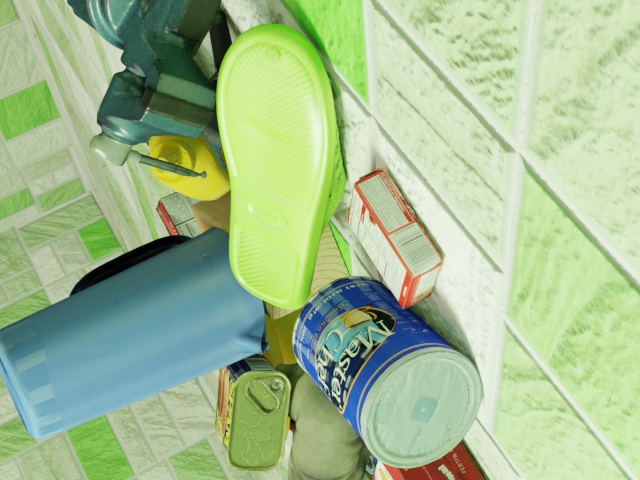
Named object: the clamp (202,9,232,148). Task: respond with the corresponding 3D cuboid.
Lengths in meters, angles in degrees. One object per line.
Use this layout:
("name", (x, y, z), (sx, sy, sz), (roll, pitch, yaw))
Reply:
("clamp", (-0.102, -0.132, 0.978), (0.171, 0.120, 0.039), (53, 180, 27))

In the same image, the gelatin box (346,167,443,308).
("gelatin box", (0.055, -0.001, 0.809), (0.089, 0.030, 0.073), (59, 167, 19))

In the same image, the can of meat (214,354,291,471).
("can of meat", (-0.071, 0.167, 1.065), (0.084, 0.057, 0.102), (-146, 61, -70))

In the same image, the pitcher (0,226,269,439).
("pitcher", (-0.183, 0.084, 1.016), (0.145, 0.242, 0.149), (67, 160, -1))

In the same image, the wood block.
("wood block", (-0.058, 0.002, 1.111), (0.091, 0.090, 0.206), (69, 166, -18))

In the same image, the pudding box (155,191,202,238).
("pudding box", (-0.124, -0.025, 1.252), (0.090, 0.113, 0.039), (61, 159, 11))

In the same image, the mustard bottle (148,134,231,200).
("mustard bottle", (-0.117, -0.086, 1.039), (0.096, 0.058, 0.191), (54, -161, -1))

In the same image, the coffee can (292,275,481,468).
("coffee can", (0.051, 0.103, 0.866), (0.140, 0.102, 0.103), (43, 156, 56))
